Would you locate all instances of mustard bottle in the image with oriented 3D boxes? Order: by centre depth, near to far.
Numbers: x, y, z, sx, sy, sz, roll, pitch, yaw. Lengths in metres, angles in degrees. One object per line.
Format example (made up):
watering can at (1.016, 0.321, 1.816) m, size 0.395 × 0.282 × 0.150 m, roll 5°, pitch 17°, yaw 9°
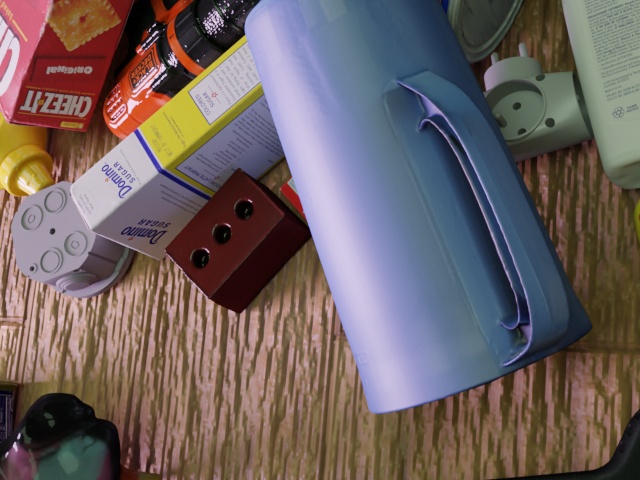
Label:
mustard bottle at (-0.266, -0.094, 0.825) m, size 0.192 × 0.058 × 0.096 m, roll 42°, pitch 97°, yaw 25°

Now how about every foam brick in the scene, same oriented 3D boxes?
foam brick at (-0.055, 0.001, 0.719) m, size 0.078 × 0.051 × 0.053 m, roll -48°, pitch 65°, yaw 6°

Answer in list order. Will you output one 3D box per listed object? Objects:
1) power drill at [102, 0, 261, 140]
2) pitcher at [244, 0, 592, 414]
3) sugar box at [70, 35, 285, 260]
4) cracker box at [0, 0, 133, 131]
power drill at (-0.107, -0.187, 0.753) m, size 0.185 × 0.057 × 0.188 m, roll -34°, pitch 61°, yaw 38°
pitcher at (0.051, -0.036, 0.594) m, size 0.149 × 0.144 × 0.243 m, roll -23°, pitch 88°, yaw 28°
sugar box at (-0.075, -0.064, 0.719) m, size 0.176 × 0.093 × 0.048 m, roll -36°, pitch 65°, yaw 10°
cracker box at (-0.192, -0.211, 0.753) m, size 0.164 × 0.071 × 0.214 m, roll 51°, pitch 125°, yaw 37°
